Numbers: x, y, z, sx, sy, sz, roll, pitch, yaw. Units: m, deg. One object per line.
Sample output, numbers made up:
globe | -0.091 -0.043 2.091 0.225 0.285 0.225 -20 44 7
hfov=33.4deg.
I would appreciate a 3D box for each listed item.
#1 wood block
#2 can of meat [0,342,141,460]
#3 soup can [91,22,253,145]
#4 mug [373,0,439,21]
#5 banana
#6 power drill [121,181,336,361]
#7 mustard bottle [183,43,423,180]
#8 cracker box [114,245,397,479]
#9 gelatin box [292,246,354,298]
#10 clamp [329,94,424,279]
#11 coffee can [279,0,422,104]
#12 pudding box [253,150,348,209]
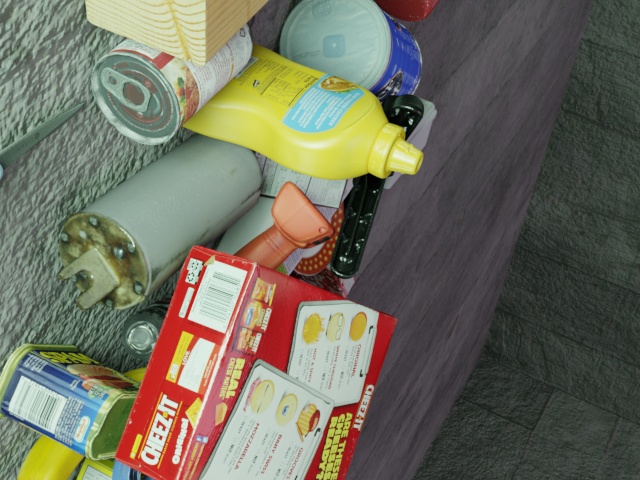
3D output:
wood block | -0.057 -0.216 0.688 0.205 0.090 0.091 -54 161 -38
can of meat | -0.174 0.118 0.778 0.057 0.084 0.102 -67 164 -1
soup can | -0.098 -0.120 0.726 0.102 0.068 0.068 -52 158 -43
mug | 0.099 -0.284 1.087 0.081 0.093 0.117 -55 180 -21
banana | -0.179 0.148 0.846 0.197 0.070 0.037 -38 111 -45
power drill | -0.076 0.030 0.889 0.187 0.057 0.184 -40 177 3
mustard bottle | -0.011 -0.093 0.815 0.096 0.192 0.058 -50 157 -45
cracker box | -0.041 0.109 0.818 0.213 0.072 0.164 25 83 -55
gelatin box | -0.001 0.030 1.236 0.030 0.073 0.089 -61 164 -17
clamp | 0.048 -0.064 0.937 0.210 0.036 0.165 -80 -168 -73
coffee can | 0.032 -0.173 1.008 0.103 0.103 0.140 -69 164 7
pudding box | -0.022 -0.081 0.974 0.113 0.039 0.090 10 103 -34
